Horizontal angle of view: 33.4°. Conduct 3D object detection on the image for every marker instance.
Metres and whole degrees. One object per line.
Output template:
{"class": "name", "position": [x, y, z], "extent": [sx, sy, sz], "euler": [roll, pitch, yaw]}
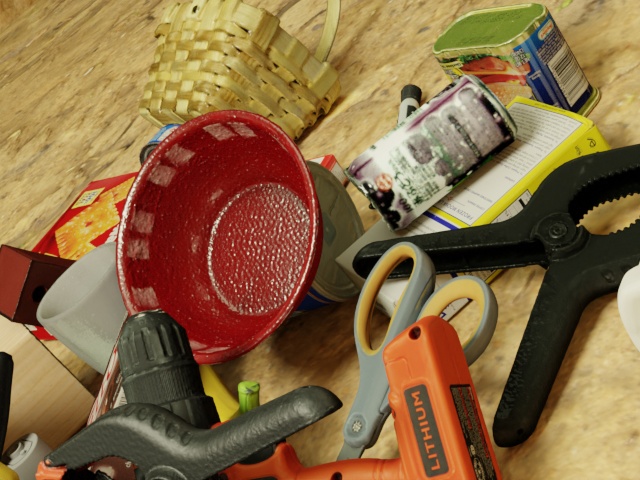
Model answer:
{"class": "marker", "position": [0.073, -0.098, 0.897], "extent": [0.020, 0.020, 0.121], "euler": [-24, 29, 25]}

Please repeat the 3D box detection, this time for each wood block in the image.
{"class": "wood block", "position": [-0.286, 0.163, 0.838], "extent": [0.206, 0.090, 0.091], "euler": [-45, 27, -14]}

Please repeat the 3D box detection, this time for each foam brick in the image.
{"class": "foam brick", "position": [-0.218, 0.040, 0.853], "extent": [0.051, 0.078, 0.053], "euler": [19, 92, 43]}

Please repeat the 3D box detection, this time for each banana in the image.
{"class": "banana", "position": [-0.062, 0.107, 0.686], "extent": [0.037, 0.069, 0.198], "euler": [-5, 4, -22]}

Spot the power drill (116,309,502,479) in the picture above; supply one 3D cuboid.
{"class": "power drill", "position": [-0.013, 0.102, 0.545], "extent": [0.188, 0.184, 0.057], "euler": [-22, -12, 22]}

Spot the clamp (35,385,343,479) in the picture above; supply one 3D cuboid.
{"class": "clamp", "position": [-0.060, 0.111, 0.510], "extent": [0.172, 0.120, 0.039], "euler": [13, 7, 23]}

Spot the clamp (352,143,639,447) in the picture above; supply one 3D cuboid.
{"class": "clamp", "position": [0.138, 0.014, 0.602], "extent": [0.210, 0.036, 0.165], "euler": [-29, 47, 0]}

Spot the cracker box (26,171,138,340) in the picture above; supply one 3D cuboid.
{"class": "cracker box", "position": [-0.174, 0.006, 0.973], "extent": [0.214, 0.072, 0.164], "euler": [-8, 39, 43]}

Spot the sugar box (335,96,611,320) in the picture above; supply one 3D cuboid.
{"class": "sugar box", "position": [0.101, -0.018, 0.708], "extent": [0.176, 0.048, 0.093], "euler": [-43, 28, -5]}

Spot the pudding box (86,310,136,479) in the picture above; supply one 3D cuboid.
{"class": "pudding box", "position": [-0.132, 0.112, 0.730], "extent": [0.090, 0.039, 0.114], "euler": [-104, 36, -59]}

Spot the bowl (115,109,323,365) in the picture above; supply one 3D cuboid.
{"class": "bowl", "position": [-0.054, 0.001, 0.683], "extent": [0.162, 0.055, 0.162], "euler": [-8, 76, 33]}

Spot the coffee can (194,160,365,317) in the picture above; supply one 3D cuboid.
{"class": "coffee can", "position": [-0.050, 0.013, 0.776], "extent": [0.141, 0.102, 0.102], "euler": [-21, 31, 30]}

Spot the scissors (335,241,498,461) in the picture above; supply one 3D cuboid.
{"class": "scissors", "position": [0.040, 0.096, 0.569], "extent": [0.096, 0.016, 0.201], "euler": [-1, 67, 40]}

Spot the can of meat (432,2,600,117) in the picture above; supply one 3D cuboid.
{"class": "can of meat", "position": [0.141, -0.124, 0.785], "extent": [0.057, 0.084, 0.102], "euler": [-48, 29, -21]}
